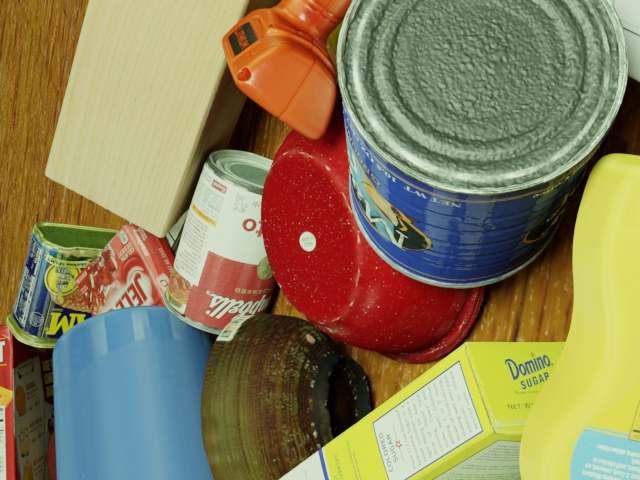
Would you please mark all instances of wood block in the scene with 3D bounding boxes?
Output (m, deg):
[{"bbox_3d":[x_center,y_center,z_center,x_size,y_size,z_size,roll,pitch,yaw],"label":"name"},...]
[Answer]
[{"bbox_3d":[-0.090,-0.117,0.656,0.091,0.090,0.206,28,126,4],"label":"wood block"}]

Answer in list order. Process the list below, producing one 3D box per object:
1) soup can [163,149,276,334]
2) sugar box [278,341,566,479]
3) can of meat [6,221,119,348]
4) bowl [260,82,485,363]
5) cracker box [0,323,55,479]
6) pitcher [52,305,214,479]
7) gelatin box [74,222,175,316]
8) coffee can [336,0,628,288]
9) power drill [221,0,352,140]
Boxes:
[{"bbox_3d":[-0.054,0.001,0.685,0.069,0.068,0.102,43,120,48],"label":"soup can"},{"bbox_3d":[0.053,0.103,0.500,0.177,0.093,0.048,-42,54,44],"label":"sugar box"},{"bbox_3d":[-0.185,0.036,0.840,0.058,0.101,0.084,37,114,51],"label":"can of meat"},{"bbox_3d":[0.015,-0.007,0.567,0.162,0.055,0.162,26,122,50],"label":"bowl"},{"bbox_3d":[-0.265,0.186,0.897,0.164,0.072,0.214,83,-178,-79],"label":"cracker box"},{"bbox_3d":[-0.111,0.174,0.680,0.145,0.149,0.243,76,-179,-64],"label":"pitcher"},{"bbox_3d":[-0.133,0.037,0.762,0.089,0.030,0.073,-39,75,43],"label":"gelatin box"},{"bbox_3d":[0.061,-0.046,0.441,0.140,0.103,0.103,77,-175,-74],"label":"coffee can"},{"bbox_3d":[0.031,-0.140,0.508,0.188,0.057,0.184,-50,19,11],"label":"power drill"}]
